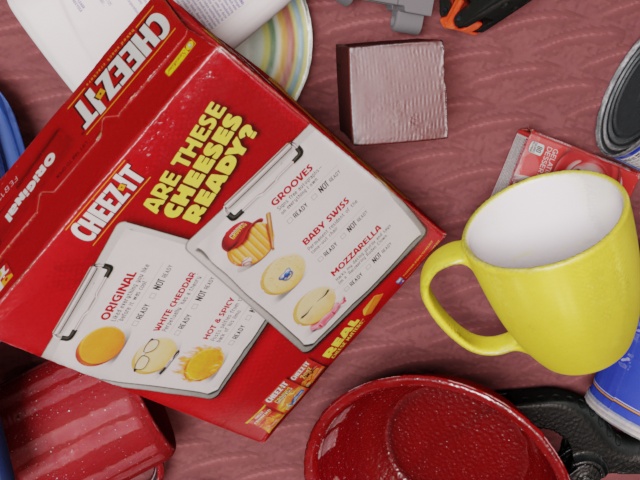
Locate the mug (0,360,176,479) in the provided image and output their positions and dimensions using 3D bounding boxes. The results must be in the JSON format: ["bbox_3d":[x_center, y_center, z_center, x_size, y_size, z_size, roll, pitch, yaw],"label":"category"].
[{"bbox_3d":[-0.130,0.113,0.613,0.081,0.093,0.117,-27,117,-4],"label":"mug"}]

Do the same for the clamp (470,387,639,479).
[{"bbox_3d":[0.163,0.153,0.671,0.171,0.039,0.120,22,96,-3],"label":"clamp"}]

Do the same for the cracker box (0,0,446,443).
[{"bbox_3d":[-0.054,0.001,0.547,0.164,0.072,0.213,-49,139,6],"label":"cracker box"}]

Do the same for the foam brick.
[{"bbox_3d":[0.038,-0.084,0.587,0.051,0.078,0.053,-4,103,-3],"label":"foam brick"}]

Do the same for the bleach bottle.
[{"bbox_3d":[-0.029,-0.161,0.538,0.251,0.068,0.102,-33,115,4],"label":"bleach bottle"}]

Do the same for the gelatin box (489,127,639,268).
[{"bbox_3d":[0.137,-0.014,0.635,0.073,0.030,0.089,20,100,-10],"label":"gelatin box"}]

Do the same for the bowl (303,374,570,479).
[{"bbox_3d":[0.074,0.138,0.632,0.162,0.055,0.162,9,117,18],"label":"bowl"}]
